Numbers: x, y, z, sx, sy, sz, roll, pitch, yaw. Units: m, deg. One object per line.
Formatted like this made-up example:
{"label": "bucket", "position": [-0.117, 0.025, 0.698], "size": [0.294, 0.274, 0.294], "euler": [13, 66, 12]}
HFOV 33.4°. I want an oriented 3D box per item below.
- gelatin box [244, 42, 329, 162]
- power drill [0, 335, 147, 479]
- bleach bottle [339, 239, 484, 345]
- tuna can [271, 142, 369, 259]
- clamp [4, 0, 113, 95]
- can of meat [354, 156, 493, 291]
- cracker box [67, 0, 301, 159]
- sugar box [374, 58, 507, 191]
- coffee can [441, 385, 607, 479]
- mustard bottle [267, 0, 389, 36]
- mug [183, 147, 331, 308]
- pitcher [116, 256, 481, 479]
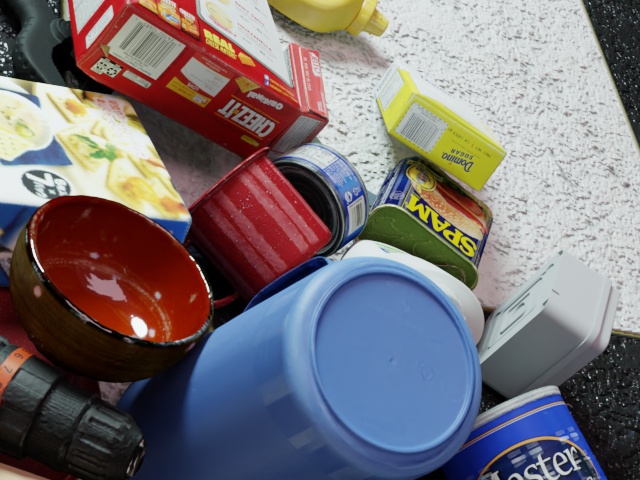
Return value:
{"label": "gelatin box", "position": [-0.029, -0.100, 0.849], "size": [0.030, 0.089, 0.073], "euler": [15, 50, -30]}
{"label": "power drill", "position": [-0.177, 0.075, 0.478], "size": [0.184, 0.187, 0.057], "euler": [23, 89, 3]}
{"label": "bleach bottle", "position": [0.063, 0.044, 0.706], "size": [0.102, 0.251, 0.068], "euler": [27, 89, -4]}
{"label": "tuna can", "position": [-0.007, -0.029, 0.814], "size": [0.086, 0.086, 0.033], "euler": [48, 45, 5]}
{"label": "clamp", "position": [-0.187, -0.152, 0.817], "size": [0.120, 0.039, 0.171], "euler": [0, 57, -32]}
{"label": "can of meat", "position": [0.087, -0.010, 0.863], "size": [0.102, 0.058, 0.083], "euler": [38, 40, -8]}
{"label": "cracker box", "position": [-0.114, -0.180, 0.820], "size": [0.164, 0.072, 0.214], "euler": [26, 32, -39]}
{"label": "sugar box", "position": [0.098, -0.104, 0.922], "size": [0.093, 0.048, 0.176], "euler": [33, 12, -10]}
{"label": "coffee can", "position": [0.154, 0.187, 0.748], "size": [0.102, 0.103, 0.140], "euler": [-9, 63, -39]}
{"label": "mustard bottle", "position": [-0.020, -0.247, 0.992], "size": [0.191, 0.058, 0.096], "euler": [29, 44, -13]}
{"label": "mug", "position": [-0.055, 0.001, 0.764], "size": [0.117, 0.093, 0.081], "euler": [-41, 90, -15]}
{"label": "pitcher", "position": [-0.019, 0.088, 0.594], "size": [0.144, 0.243, 0.149], "euler": [-18, 79, -34]}
